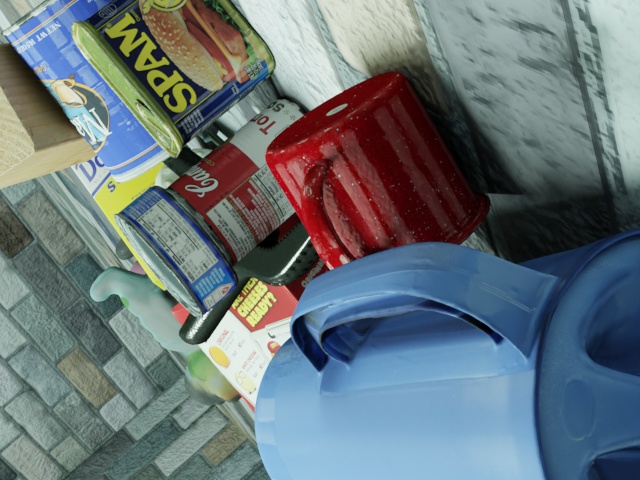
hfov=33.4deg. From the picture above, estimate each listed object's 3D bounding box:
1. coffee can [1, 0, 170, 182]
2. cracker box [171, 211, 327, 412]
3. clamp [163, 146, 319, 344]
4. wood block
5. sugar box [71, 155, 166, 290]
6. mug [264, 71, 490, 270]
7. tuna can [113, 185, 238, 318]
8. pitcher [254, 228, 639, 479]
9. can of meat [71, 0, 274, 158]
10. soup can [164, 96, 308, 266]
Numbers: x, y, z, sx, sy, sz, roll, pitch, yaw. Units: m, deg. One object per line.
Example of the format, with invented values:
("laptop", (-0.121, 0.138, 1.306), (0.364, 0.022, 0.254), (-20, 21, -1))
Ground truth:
("coffee can", (-0.157, -0.130, 0.813), (0.140, 0.102, 0.103), (54, 166, -19))
("cracker box", (-0.010, 0.098, 0.929), (0.213, 0.072, 0.164), (51, 141, -3))
("clamp", (-0.055, 0.001, 0.814), (0.210, 0.036, 0.164), (-2, 91, 49))
("wood block", (-0.234, -0.107, 0.881), (0.091, 0.090, 0.205), (61, -159, -3))
("sugar box", (-0.174, -0.048, 1.071), (0.176, 0.093, 0.048), (51, 178, 15))
("mug", (0.021, -0.025, 0.525), (0.093, 0.117, 0.081), (-22, 108, 34))
("tuna can", (-0.091, 0.007, 0.677), (0.086, 0.033, 0.086), (46, 166, 14))
("pitcher", (0.061, 0.071, 0.468), (0.243, 0.144, 0.149), (-16, 89, 58))
("can of meat", (-0.092, -0.118, 0.675), (0.102, 0.084, 0.057), (50, 167, -3))
("soup can", (-0.044, -0.038, 0.702), (0.068, 0.102, 0.068), (46, 167, 14))
